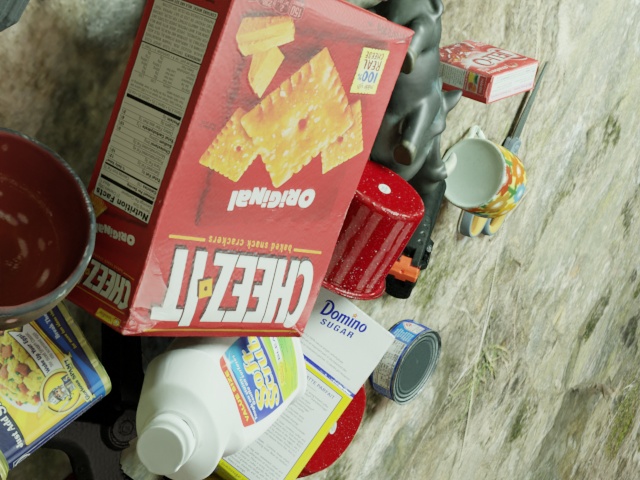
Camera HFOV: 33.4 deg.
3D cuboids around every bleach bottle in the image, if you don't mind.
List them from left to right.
[{"bbox_3d":[-0.068,0.103,0.717,0.250,0.068,0.102,-48,127,-76],"label":"bleach bottle"}]

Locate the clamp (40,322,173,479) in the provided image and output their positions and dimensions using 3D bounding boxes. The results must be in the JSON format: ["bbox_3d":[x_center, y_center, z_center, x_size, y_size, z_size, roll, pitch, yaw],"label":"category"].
[{"bbox_3d":[-0.149,0.125,0.714,0.164,0.036,0.210,-40,122,-28],"label":"clamp"}]

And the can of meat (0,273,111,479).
[{"bbox_3d":[-0.183,0.074,0.620,0.083,0.058,0.102,-38,111,-31],"label":"can of meat"}]

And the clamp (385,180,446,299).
[{"bbox_3d":[0.086,-0.002,0.969,0.171,0.039,0.120,-40,142,-83],"label":"clamp"}]

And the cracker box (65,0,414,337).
[{"bbox_3d":[-0.045,-0.050,0.637,0.163,0.072,0.214,7,105,-52],"label":"cracker box"}]

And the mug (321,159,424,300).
[{"bbox_3d":[0.020,-0.016,0.846,0.117,0.093,0.082,18,119,-23],"label":"mug"}]

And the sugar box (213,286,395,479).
[{"bbox_3d":[-0.026,0.123,0.883,0.176,0.093,0.048,-52,-179,-21],"label":"sugar box"}]

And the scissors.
[{"bbox_3d":[0.208,-0.087,1.154,0.201,0.016,0.096,-60,150,-7],"label":"scissors"}]

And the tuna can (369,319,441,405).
[{"bbox_3d":[0.088,0.126,1.111,0.086,0.034,0.086,-34,138,-39],"label":"tuna can"}]

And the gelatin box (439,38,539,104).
[{"bbox_3d":[0.143,-0.153,0.956,0.089,0.073,0.030,-24,131,-47],"label":"gelatin box"}]
